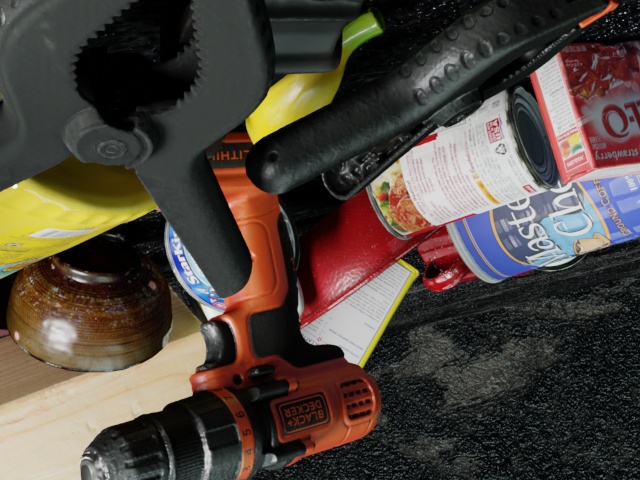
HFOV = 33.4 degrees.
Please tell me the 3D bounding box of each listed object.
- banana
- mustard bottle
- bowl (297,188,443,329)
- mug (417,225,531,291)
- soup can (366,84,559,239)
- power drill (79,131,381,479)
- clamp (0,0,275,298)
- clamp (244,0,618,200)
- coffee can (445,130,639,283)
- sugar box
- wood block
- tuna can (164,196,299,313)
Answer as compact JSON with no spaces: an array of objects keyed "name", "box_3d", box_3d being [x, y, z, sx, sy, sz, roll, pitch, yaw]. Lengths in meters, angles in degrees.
[{"name":"banana","box_3d":[-0.002,-0.060,0.544,0.069,0.037,0.198,-12,171,-2]},{"name":"mustard bottle","box_3d":[-0.165,-0.011,0.529,0.192,0.058,0.096,-22,169,38]},{"name":"bowl","box_3d":[0.031,-0.002,0.788,0.162,0.055,0.162,-37,178,-2]},{"name":"mug","box_3d":[0.124,-0.002,0.873,0.117,0.093,0.082,-53,-165,-25]},{"name":"soup can","box_3d":[0.086,-0.048,0.656,0.102,0.068,0.068,-20,169,29]},{"name":"power drill","box_3d":[-0.061,0.037,0.575,0.184,0.187,0.057,-8,170,-42]},{"name":"clamp","box_3d":[-0.066,-0.042,0.384,0.164,0.036,0.210,13,142,-28]},{"name":"clamp","box_3d":[0.046,-0.066,0.469,0.172,0.039,0.120,-37,175,24]},{"name":"coffee can","box_3d":[0.162,-0.039,0.709,0.141,0.103,0.102,-20,169,31]},{"name":"sugar box","box_3d":[0.000,0.077,0.895,0.176,0.093,0.048,-58,178,-9]},{"name":"wood block","box_3d":[-0.185,0.117,0.770,0.205,0.090,0.091,-19,-150,-21]},{"name":"tuna can","box_3d":[-0.054,0.001,0.680,0.085,0.086,0.034,-5,165,-45]}]
